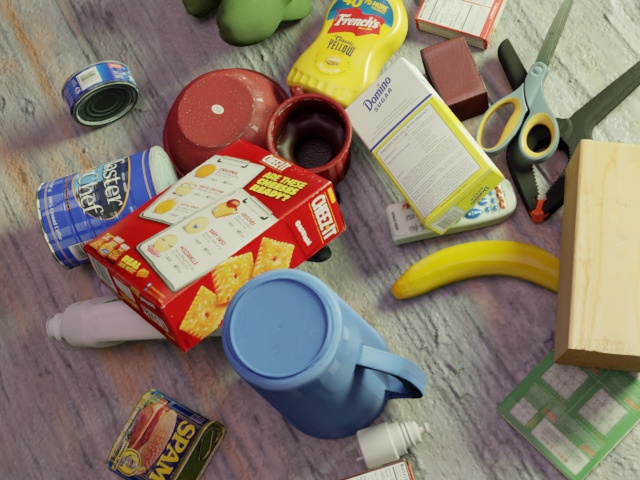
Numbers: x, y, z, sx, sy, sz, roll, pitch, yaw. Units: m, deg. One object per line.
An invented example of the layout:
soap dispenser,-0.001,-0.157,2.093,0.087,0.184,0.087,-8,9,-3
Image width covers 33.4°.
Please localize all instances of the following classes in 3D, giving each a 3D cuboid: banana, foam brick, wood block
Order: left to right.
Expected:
foam brick,0.149,-0.177,1.184,0.051,0.053,0.078,-21,69,5
banana,0.174,0.033,1.113,0.198,0.037,0.069,3,71,14
wood block,0.284,0.017,1.040,0.090,0.091,0.206,6,75,6

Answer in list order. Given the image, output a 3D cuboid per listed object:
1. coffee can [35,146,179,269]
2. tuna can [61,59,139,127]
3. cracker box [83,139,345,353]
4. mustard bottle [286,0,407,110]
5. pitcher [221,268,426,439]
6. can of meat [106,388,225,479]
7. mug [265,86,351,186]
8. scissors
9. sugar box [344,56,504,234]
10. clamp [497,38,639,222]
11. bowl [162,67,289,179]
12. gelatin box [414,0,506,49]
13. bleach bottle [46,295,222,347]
coffee can,-0.230,-0.036,1.192,0.140,0.102,0.103,-17,68,6
tuna can,-0.258,-0.172,1.255,0.086,0.086,0.034,-29,69,1
cracker box,-0.107,-0.001,1.084,0.213,0.072,0.164,-37,40,-22
mustard bottle,0.046,-0.237,1.225,0.096,0.058,0.191,24,77,24
pitcher,-0.001,0.109,1.014,0.149,0.242,0.145,-33,69,0
can of meat,-0.163,0.216,1.114,0.084,0.057,0.102,25,77,22
mug,-0.013,-0.114,1.177,0.093,0.081,0.117,-19,72,0
scissors,0.244,-0.164,1.136,0.096,0.016,0.202,37,87,25
sugar box,0.106,-0.102,1.130,0.093,0.048,0.176,-42,57,17
clamp,0.246,-0.123,1.152,0.165,0.036,0.210,18,76,18
bowl,-0.113,-0.138,1.228,0.162,0.055,0.162,-4,70,11
gelatin box,0.162,-0.267,1.225,0.089,0.030,0.073,20,78,18
bleach bottle,-0.174,0.080,1.151,0.251,0.102,0.068,-8,89,16
